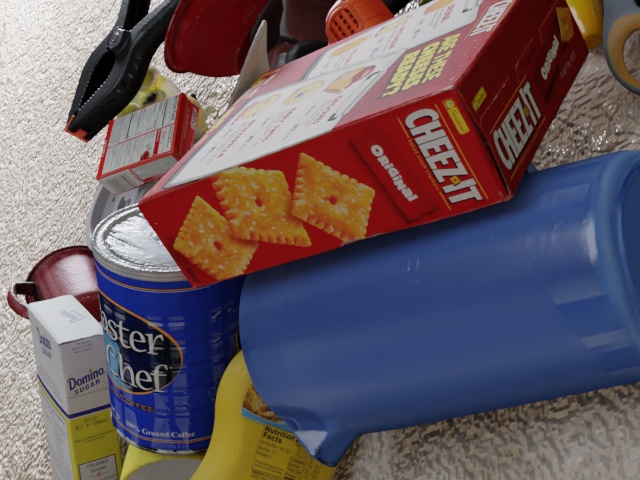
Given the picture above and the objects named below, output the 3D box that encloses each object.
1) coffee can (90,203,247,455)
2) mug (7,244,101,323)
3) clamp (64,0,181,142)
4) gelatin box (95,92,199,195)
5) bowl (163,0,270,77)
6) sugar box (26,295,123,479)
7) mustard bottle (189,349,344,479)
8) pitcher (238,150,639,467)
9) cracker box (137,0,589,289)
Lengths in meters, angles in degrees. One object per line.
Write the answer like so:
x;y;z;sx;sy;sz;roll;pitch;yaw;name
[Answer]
-0.095;0.056;0.713;0.103;0.102;0.140;-129;34;-55;coffee can
-0.236;0.062;1.006;0.082;0.117;0.093;50;121;50;mug
-0.185;-0.193;1.027;0.210;0.036;0.165;-54;38;8;clamp
-0.156;-0.087;0.969;0.089;0.030;0.073;-16;49;25;gelatin box
-0.069;-0.204;0.970;0.162;0.055;0.162;-50;-10;-12;bowl
-0.197;0.142;0.872;0.093;0.048;0.176;31;126;55;sugar box
-0.025;0.120;0.681;0.058;0.096;0.191;-5;63;62;mustard bottle
0.080;0.023;0.580;0.243;0.144;0.149;-17;98;44;pitcher
0.025;-0.062;0.597;0.214;0.072;0.164;-15;26;37;cracker box
